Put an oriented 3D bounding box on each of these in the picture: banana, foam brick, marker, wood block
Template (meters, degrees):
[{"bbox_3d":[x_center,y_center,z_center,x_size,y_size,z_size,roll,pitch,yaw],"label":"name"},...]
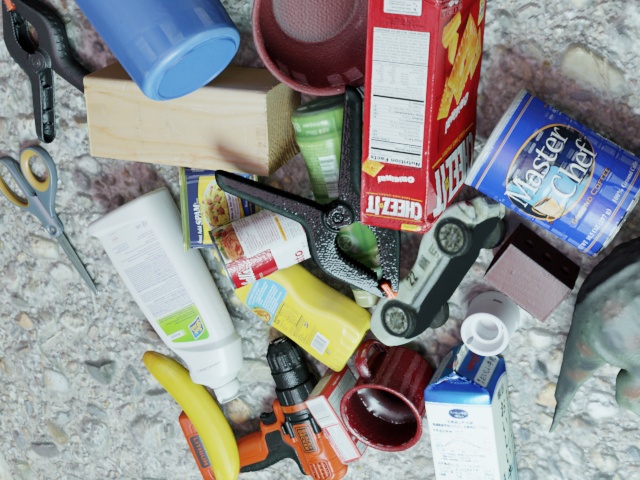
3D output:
[{"bbox_3d":[-0.143,0.210,1.246,0.070,0.037,0.198,-26,90,26],"label":"banana"},{"bbox_3d":[0.211,0.033,1.065,0.078,0.053,0.051,37,122,3],"label":"foam brick"},{"bbox_3d":[0.046,-0.153,1.070,0.020,0.020,0.121,-39,94,32],"label":"marker"},{"bbox_3d":[-0.131,-0.132,1.114,0.206,0.090,0.090,8,115,20],"label":"wood block"}]

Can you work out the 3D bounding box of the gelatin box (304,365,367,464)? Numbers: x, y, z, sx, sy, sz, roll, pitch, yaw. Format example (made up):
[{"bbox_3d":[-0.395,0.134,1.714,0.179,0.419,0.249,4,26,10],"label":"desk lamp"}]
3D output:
[{"bbox_3d":[0.027,0.196,1.207,0.030,0.073,0.089,-24,103,31],"label":"gelatin box"}]

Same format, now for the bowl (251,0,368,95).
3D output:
[{"bbox_3d":[0.005,-0.222,1.009,0.162,0.055,0.162,-10,122,-18],"label":"bowl"}]

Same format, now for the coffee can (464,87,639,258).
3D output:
[{"bbox_3d":[0.219,-0.062,0.989,0.140,0.102,0.103,32,121,7],"label":"coffee can"}]

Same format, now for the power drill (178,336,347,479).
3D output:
[{"bbox_3d":[-0.075,0.214,1.268,0.188,0.057,0.184,-16,100,29],"label":"power drill"}]

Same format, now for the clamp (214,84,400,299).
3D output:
[{"bbox_3d":[0.022,-0.036,1.043,0.165,0.036,0.210,-39,101,14],"label":"clamp"}]

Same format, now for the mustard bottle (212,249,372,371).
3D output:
[{"bbox_3d":[-0.037,0.062,1.179,0.191,0.058,0.096,34,146,6],"label":"mustard bottle"}]

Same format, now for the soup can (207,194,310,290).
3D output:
[{"bbox_3d":[-0.057,0.001,1.109,0.102,0.068,0.068,-23,105,-4],"label":"soup can"}]

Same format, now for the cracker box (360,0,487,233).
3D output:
[{"bbox_3d":[0.098,-0.135,0.972,0.072,0.164,0.214,10,116,20],"label":"cracker box"}]

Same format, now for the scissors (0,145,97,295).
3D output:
[{"bbox_3d":[-0.314,-0.032,1.282,0.202,0.016,0.096,46,122,-2],"label":"scissors"}]

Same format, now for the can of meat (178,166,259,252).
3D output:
[{"bbox_3d":[-0.109,-0.042,1.150,0.084,0.057,0.102,-3,115,-6],"label":"can of meat"}]

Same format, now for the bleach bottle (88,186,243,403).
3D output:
[{"bbox_3d":[-0.163,0.071,1.216,0.103,0.068,0.251,-24,94,29],"label":"bleach bottle"}]

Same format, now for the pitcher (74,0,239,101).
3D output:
[{"bbox_3d":[-0.177,-0.263,1.012,0.145,0.149,0.243,-34,80,-2],"label":"pitcher"}]

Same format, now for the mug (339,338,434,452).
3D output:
[{"bbox_3d":[0.072,0.159,1.159,0.093,0.081,0.117,-18,113,33],"label":"mug"}]

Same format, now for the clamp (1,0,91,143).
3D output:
[{"bbox_3d":[-0.310,-0.193,1.193,0.120,0.039,0.171,-31,92,27],"label":"clamp"}]
